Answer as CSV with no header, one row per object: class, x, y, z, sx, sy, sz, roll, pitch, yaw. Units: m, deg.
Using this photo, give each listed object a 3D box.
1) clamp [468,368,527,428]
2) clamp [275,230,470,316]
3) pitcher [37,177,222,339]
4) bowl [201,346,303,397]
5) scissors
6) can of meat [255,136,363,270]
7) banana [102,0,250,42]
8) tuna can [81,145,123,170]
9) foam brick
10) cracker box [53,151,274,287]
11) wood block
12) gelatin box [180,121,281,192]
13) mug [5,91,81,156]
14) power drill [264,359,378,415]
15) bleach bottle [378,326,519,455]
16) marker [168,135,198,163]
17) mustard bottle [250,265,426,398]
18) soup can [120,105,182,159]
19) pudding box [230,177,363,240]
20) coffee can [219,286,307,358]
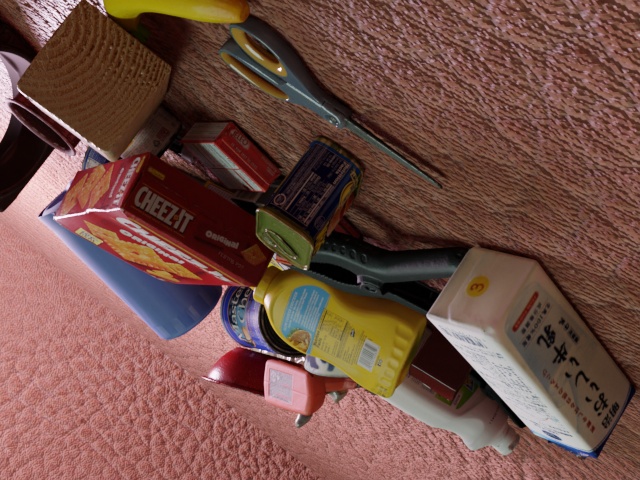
clamp,0.195,0.153,1.111,0.171,0.039,0.120,42,163,-22
clamp,0.060,0.035,0.994,0.210,0.036,0.164,11,156,27
pitcher,-0.241,0.006,1.409,0.242,0.149,0.145,50,153,-16
bowl,-0.075,0.180,1.427,0.162,0.055,0.162,15,173,2
scissors,0.004,-0.106,0.789,0.202,0.016,0.096,31,164,18
can of meat,-0.009,-0.031,0.914,0.057,0.084,0.102,34,165,6
banana,-0.122,-0.183,0.805,0.069,0.037,0.198,22,175,-31
tuna can,-0.233,-0.093,1.223,0.034,0.086,0.086,29,164,17
foam brick,0.129,0.110,1.053,0.053,0.078,0.051,33,164,12
cracker box,-0.164,-0.014,1.106,0.164,0.072,0.214,31,164,-26
wood block,-0.194,-0.132,0.936,0.090,0.090,0.206,37,176,-9
gelatin box,-0.088,-0.082,1.041,0.073,0.030,0.089,45,163,-25
mug,-0.276,-0.155,1.137,0.093,0.081,0.117,33,165,10
power drill,0.039,0.177,1.325,0.187,0.057,0.185,0,-177,-37
bleach bottle,0.116,0.158,1.176,0.250,0.102,0.068,40,150,-10
marker,-0.180,-0.119,1.155,0.121,0.020,0.020,30,164,21
mustard bottle,0.006,0.076,1.078,0.192,0.058,0.096,27,124,14
soup can,-0.199,-0.124,1.085,0.102,0.068,0.069,40,165,-15
pudding box,-0.024,-0.022,1.063,0.114,0.039,0.090,16,155,53
coffee can,-0.058,0.093,1.369,0.102,0.102,0.140,41,164,-19
